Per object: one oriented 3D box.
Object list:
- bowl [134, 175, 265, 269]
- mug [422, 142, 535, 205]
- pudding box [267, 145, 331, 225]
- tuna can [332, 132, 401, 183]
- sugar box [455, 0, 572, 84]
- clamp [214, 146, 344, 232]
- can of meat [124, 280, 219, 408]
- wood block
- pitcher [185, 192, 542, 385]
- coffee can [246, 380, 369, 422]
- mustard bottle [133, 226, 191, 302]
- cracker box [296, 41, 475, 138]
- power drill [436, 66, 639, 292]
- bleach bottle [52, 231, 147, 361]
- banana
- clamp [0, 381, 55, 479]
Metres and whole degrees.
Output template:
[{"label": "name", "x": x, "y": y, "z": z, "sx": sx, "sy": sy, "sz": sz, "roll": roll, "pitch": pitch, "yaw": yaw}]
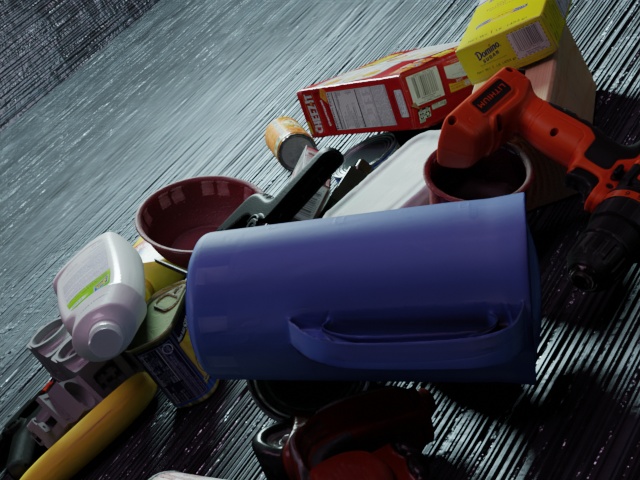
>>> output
[{"label": "bowl", "x": -0.137, "y": -0.013, "z": 1.271, "sx": 0.162, "sy": 0.055, "sz": 0.162, "roll": -2, "pitch": 36, "yaw": 2}, {"label": "mug", "x": 0.129, "y": -0.036, "z": 0.923, "sx": 0.093, "sy": 0.081, "sz": 0.117, "roll": -21, "pitch": 43, "yaw": -16}, {"label": "pudding box", "x": -0.026, "y": -0.036, "z": 1.171, "sx": 0.114, "sy": 0.039, "sz": 0.090, "roll": -60, "pitch": 12, "yaw": 26}, {"label": "tuna can", "x": 0.057, "y": -0.086, "z": 1.232, "sx": 0.086, "sy": 0.033, "sz": 0.086, "roll": -28, "pitch": 23, "yaw": 13}, {"label": "sugar box", "x": 0.199, "y": -0.226, "z": 1.069, "sx": 0.093, "sy": 0.048, "sz": 0.176, "roll": -19, "pitch": 27, "yaw": 30}, {"label": "clamp", "x": -0.057, "y": 0.001, "z": 1.092, "sx": 0.210, "sy": 0.036, "sz": 0.164, "roll": -18, "pitch": 52, "yaw": 54}, {"label": "can of meat", "x": -0.137, "y": 0.103, "z": 1.047, "sx": 0.058, "sy": 0.084, "sz": 0.102, "roll": -25, "pitch": 24, "yaw": 22}, {"label": "wood block", "x": 0.204, "y": -0.121, "z": 1.029, "sx": 0.091, "sy": 0.090, "sz": 0.206, "roll": -21, "pitch": 25, "yaw": 28}, {"label": "pitcher", "x": 0.032, "y": 0.043, "z": 0.747, "sx": 0.243, "sy": 0.149, "sz": 0.145, "roll": -4, "pitch": 65, "yaw": 11}, {"label": "coffee can", "x": -0.019, "y": 0.079, "z": 0.910, "sx": 0.103, "sy": 0.102, "sz": 0.140, "roll": -32, "pitch": 23, "yaw": 4}, {"label": "mustard bottle", "x": -0.201, "y": 0.023, "z": 1.330, "sx": 0.096, "sy": 0.058, "sz": 0.191, "roll": -9, "pitch": 32, "yaw": 25}, {"label": "cracker box", "x": 0.100, "y": -0.180, "z": 1.272, "sx": 0.163, "sy": 0.072, "sz": 0.214, "roll": -26, "pitch": 15, "yaw": -29}, {"label": "power drill", "x": 0.188, "y": -0.053, "z": 0.836, "sx": 0.188, "sy": 0.057, "sz": 0.184, "roll": 32, "pitch": 51, "yaw": 23}, {"label": "bleach bottle", "x": -0.220, "y": 0.066, "z": 1.061, "sx": 0.102, "sy": 0.068, "sz": 0.251, "roll": -44, "pitch": 18, "yaw": 2}, {"label": "banana", "x": -0.226, "y": 0.193, "z": 1.055, "sx": 0.197, "sy": 0.037, "sz": 0.070, "roll": -42, "pitch": -4, "yaw": -27}, {"label": "clamp", "x": -0.314, "y": 0.210, "z": 1.131, "sx": 0.120, "sy": 0.039, "sz": 0.171, "roll": -15, "pitch": 29, "yaw": 36}]
